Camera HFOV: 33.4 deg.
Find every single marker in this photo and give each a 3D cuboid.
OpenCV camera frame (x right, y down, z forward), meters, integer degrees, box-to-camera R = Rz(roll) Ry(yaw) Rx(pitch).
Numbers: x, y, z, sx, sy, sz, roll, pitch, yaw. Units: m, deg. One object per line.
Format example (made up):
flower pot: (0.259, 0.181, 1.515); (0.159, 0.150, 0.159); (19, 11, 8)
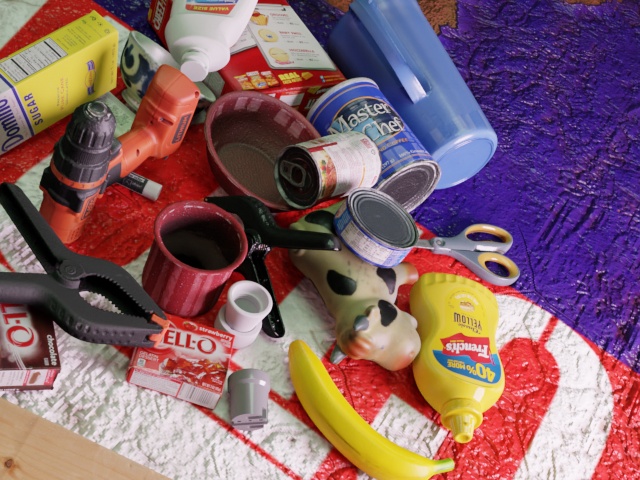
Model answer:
marker: (-0.227, -0.075, 1.133); (0.121, 0.020, 0.020); (25, 43, -3)

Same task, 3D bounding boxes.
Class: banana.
banana: (0.032, 0.173, 1.014); (0.198, 0.037, 0.069); (39, 33, 12)

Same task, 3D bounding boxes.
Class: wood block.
wood block: (-0.196, 0.211, 0.823); (0.206, 0.090, 0.090); (26, 44, -2)

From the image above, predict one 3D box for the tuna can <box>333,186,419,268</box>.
tuna can: (0.056, -0.013, 1.092); (0.086, 0.034, 0.086); (24, 35, -19)

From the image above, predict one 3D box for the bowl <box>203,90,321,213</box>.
bowl: (-0.067, -0.087, 1.185); (0.162, 0.055, 0.162); (19, 49, -24)

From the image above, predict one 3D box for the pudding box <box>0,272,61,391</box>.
pudding box: (-0.283, 0.079, 0.942); (0.089, 0.039, 0.113); (1, 50, -27)

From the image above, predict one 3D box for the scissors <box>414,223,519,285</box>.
scissors: (0.150, 0.020, 1.233); (0.201, 0.016, 0.096); (-8, 53, -32)

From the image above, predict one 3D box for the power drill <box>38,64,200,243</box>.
power drill: (-0.197, -0.099, 1.045); (0.057, 0.185, 0.187); (40, 46, 4)

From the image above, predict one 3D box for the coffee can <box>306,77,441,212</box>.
coffee can: (0.060, -0.105, 1.243); (0.102, 0.103, 0.140); (-13, 56, -35)

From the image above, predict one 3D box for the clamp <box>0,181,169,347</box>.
clamp: (-0.237, 0.041, 0.950); (0.210, 0.036, 0.164); (32, 36, -1)

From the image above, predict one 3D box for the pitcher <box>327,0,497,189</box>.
pitcher: (0.113, -0.189, 1.327); (0.149, 0.145, 0.243); (-9, 57, -34)

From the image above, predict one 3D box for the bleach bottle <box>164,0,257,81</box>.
bleach bottle: (-0.119, -0.270, 1.238); (0.102, 0.068, 0.250); (15, 46, -9)

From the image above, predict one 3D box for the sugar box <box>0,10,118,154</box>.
sugar box: (-0.289, -0.159, 1.103); (0.048, 0.093, 0.176); (40, 58, 15)

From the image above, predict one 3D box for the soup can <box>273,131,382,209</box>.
soup can: (0.009, -0.077, 1.143); (0.102, 0.069, 0.068); (-19, 60, -44)

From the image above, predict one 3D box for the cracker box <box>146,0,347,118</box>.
cracker box: (-0.092, -0.234, 1.314); (0.163, 0.072, 0.214); (-14, 56, -36)

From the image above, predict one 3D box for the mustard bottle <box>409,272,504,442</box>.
mustard bottle: (0.141, 0.123, 1.098); (0.096, 0.058, 0.191); (20, 44, -16)

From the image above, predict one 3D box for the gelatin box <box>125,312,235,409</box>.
gelatin box: (-0.130, 0.109, 0.997); (0.089, 0.030, 0.073); (19, 43, -9)

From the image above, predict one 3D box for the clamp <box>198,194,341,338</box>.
clamp: (-0.057, 0.001, 1.084); (0.171, 0.120, 0.039); (49, 11, 23)

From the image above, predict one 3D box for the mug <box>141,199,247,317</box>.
mug: (-0.126, 0.013, 1.053); (0.093, 0.082, 0.117); (20, 44, -8)
